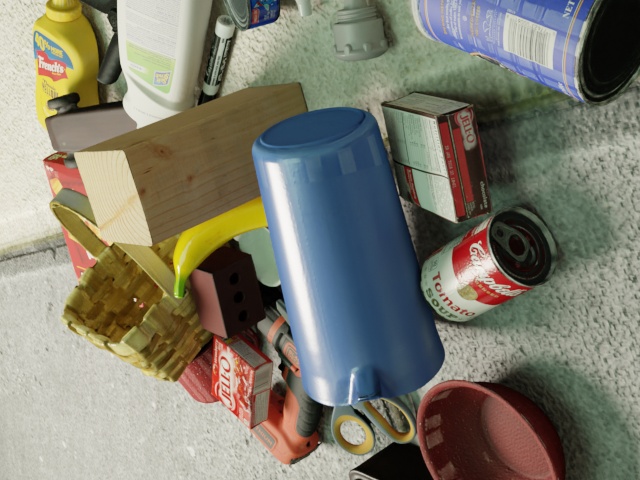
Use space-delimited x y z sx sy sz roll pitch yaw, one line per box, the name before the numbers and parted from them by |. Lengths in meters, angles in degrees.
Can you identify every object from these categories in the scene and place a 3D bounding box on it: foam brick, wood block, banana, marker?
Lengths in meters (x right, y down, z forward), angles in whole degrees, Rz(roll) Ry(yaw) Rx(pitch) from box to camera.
foam brick | -0.098 0.054 1.111 0.051 0.052 0.078 16 126 48
wood block | -0.111 -0.075 1.005 0.091 0.205 0.090 5 116 49
banana | -0.068 -0.013 1.049 0.198 0.037 0.069 -25 99 11
marker | -0.108 -0.178 1.096 0.020 0.020 0.121 46 141 22

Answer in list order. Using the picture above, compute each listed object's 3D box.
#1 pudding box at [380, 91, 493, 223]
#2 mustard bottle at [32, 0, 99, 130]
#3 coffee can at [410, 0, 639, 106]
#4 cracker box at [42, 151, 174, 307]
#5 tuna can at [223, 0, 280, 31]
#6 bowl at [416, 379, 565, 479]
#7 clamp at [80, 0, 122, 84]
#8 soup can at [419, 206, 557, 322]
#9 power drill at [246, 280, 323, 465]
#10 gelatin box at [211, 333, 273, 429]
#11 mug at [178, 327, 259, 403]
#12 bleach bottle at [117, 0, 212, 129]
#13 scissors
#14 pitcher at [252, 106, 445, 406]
pudding box | 0.094 -0.070 0.872 0.114 0.039 0.090 -150 44 -65
mustard bottle | -0.306 -0.215 1.282 0.096 0.058 0.192 35 135 30
coffee can | 0.147 -0.163 0.723 0.140 0.102 0.103 31 134 35
cracker box | -0.261 -0.006 1.345 0.164 0.072 0.214 15 123 46
tuna can | -0.066 -0.236 0.973 0.086 0.033 0.086 162 90 -75
bowl | 0.164 0.187 0.961 0.162 0.055 0.162 29 132 38
clamp | -0.220 -0.251 1.171 0.172 0.039 0.120 -20 101 48
soup can | 0.136 0.022 0.882 0.068 0.068 0.102 60 144 4
power drill | -0.042 0.147 1.186 0.185 0.057 0.188 44 140 24
gelatin box | -0.088 0.152 1.173 0.073 0.030 0.089 36 134 36
mug | -0.127 0.133 1.256 0.081 0.117 0.093 58 -167 -36
bleach bottle | -0.166 -0.210 1.079 0.103 0.068 0.251 26 128 14
scissors | 0.008 0.148 1.079 0.201 0.016 0.096 38 118 -10
pitcher | 0.021 0.009 0.936 0.149 0.144 0.243 14 126 49
